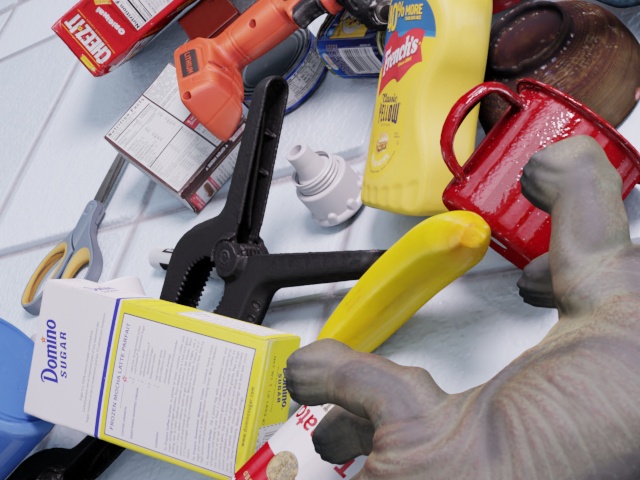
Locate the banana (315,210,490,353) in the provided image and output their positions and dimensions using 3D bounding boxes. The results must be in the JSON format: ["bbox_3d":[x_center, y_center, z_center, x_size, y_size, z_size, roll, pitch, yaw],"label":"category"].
[{"bbox_3d":[0.046,0.030,0.611,0.198,0.037,0.069,-49,12,46],"label":"banana"}]

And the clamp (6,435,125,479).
[{"bbox_3d":[-0.172,0.165,0.740,0.172,0.039,0.120,-16,40,35],"label":"clamp"}]

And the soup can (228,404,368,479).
[{"bbox_3d":[-0.006,0.133,0.583,0.102,0.068,0.069,-45,36,-1],"label":"soup can"}]

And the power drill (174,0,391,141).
[{"bbox_3d":[-0.022,-0.159,0.804,0.188,0.057,0.184,-37,30,12],"label":"power drill"}]

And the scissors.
[{"bbox_3d":[-0.199,-0.017,0.962,0.096,0.016,0.201,14,67,48],"label":"scissors"}]

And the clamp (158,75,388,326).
[{"bbox_3d":[-0.055,0.001,0.736,0.210,0.036,0.164,-40,62,32],"label":"clamp"}]

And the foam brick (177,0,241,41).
[{"bbox_3d":[-0.091,-0.192,0.998,0.053,0.051,0.078,-39,36,6],"label":"foam brick"}]

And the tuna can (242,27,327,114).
[{"bbox_3d":[-0.035,-0.145,0.912,0.086,0.033,0.086,-26,40,24],"label":"tuna can"}]

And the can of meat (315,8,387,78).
[{"bbox_3d":[0.053,-0.173,0.833,0.084,0.057,0.102,10,63,50],"label":"can of meat"}]

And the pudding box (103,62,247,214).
[{"bbox_3d":[-0.117,-0.088,0.905,0.114,0.039,0.090,36,84,35],"label":"pudding box"}]

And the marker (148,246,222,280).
[{"bbox_3d":[-0.091,0.019,0.819,0.121,0.020,0.020,7,60,48],"label":"marker"}]

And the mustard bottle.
[{"bbox_3d":[0.070,-0.111,0.675,0.096,0.058,0.191,-159,76,-72],"label":"mustard bottle"}]

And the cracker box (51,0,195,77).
[{"bbox_3d":[-0.149,-0.259,1.062,0.214,0.072,0.164,-38,11,11],"label":"cracker box"}]

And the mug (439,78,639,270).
[{"bbox_3d":[0.114,-0.037,0.594,0.081,0.117,0.093,-51,24,0],"label":"mug"}]

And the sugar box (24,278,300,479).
[{"bbox_3d":[-0.103,0.085,0.671,0.176,0.048,0.093,13,94,31],"label":"sugar box"}]
